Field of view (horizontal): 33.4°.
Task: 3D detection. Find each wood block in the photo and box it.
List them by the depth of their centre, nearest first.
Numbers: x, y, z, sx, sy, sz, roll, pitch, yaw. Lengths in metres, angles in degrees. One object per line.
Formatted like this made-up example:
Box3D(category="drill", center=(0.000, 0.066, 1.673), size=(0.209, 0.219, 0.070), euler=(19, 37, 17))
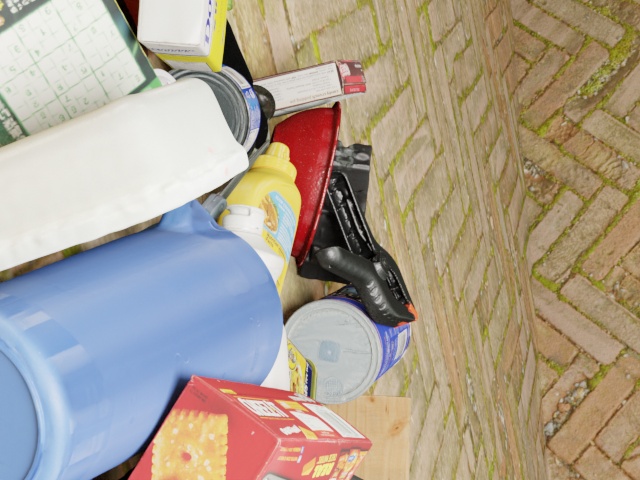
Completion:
Box3D(category="wood block", center=(0.042, 0.265, 1.052), size=(0.091, 0.090, 0.206), euler=(84, 9, -54))

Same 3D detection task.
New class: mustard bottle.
Box3D(category="mustard bottle", center=(-0.056, 0.001, 0.899), size=(0.096, 0.058, 0.191), euler=(56, 42, -54))

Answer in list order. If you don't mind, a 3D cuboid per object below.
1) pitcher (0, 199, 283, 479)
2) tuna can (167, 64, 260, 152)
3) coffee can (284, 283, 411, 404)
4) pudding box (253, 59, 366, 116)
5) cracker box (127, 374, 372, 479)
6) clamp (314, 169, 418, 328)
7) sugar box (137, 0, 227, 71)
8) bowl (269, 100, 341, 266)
Box3D(category="pitcher", center=(-0.126, 0.077, 0.613), size=(0.149, 0.145, 0.242), euler=(52, 22, 6))
Box3D(category="tuna can", center=(-0.091, -0.098, 0.845), size=(0.033, 0.086, 0.086), euler=(-40, 120, -71))
Box3D(category="coffee can", center=(0.028, 0.101, 1.091), size=(0.140, 0.103, 0.103), euler=(-18, 99, -72))
Box3D(category="pudding box", center=(-0.020, -0.147, 1.038), size=(0.090, 0.114, 0.039), euler=(-26, 102, -72))
Box3D(category="cracker box", center=(-0.073, 0.187, 0.625), size=(0.214, 0.072, 0.164), euler=(-57, 158, 2))
Box3D(category="clamp", center=(0.043, 0.015, 1.016), size=(0.171, 0.039, 0.120), euler=(51, 36, -44))
Box3D(category="sugar box", center=(-0.089, -0.169, 0.724), size=(0.176, 0.048, 0.093), euler=(-126, -140, -84))
Box3D(category="bowl", center=(-0.027, -0.059, 1.010), size=(0.162, 0.055, 0.162), euler=(-168, -89, -84))
